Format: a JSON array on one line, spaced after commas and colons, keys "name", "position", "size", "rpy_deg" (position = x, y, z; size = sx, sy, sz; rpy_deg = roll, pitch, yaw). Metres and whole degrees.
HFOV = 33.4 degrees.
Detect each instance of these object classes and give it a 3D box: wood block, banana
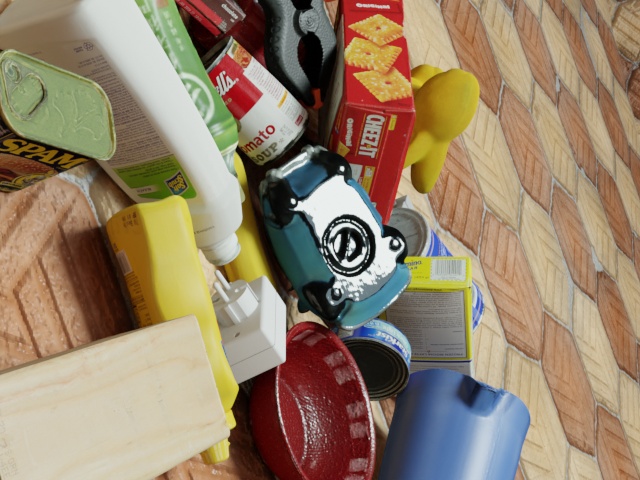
[{"name": "wood block", "position": [-0.153, 0.113, 0.641], "size": [0.205, 0.091, 0.090], "rpy_deg": [-14, 87, -64]}, {"name": "banana", "position": [-0.066, -0.003, 0.942], "size": [0.069, 0.037, 0.198], "rpy_deg": [5, 69, -61]}]

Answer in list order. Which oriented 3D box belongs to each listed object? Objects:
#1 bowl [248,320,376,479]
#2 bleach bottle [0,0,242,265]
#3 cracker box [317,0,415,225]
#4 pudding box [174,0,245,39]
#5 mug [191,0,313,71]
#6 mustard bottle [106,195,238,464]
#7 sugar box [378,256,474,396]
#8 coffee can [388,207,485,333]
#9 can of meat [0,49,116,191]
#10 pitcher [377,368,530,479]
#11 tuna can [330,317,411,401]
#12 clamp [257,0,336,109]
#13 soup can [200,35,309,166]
[{"name": "bowl", "position": [-0.014, 0.154, 0.920], "size": [0.162, 0.055, 0.162], "rpy_deg": [41, 40, -46]}, {"name": "bleach bottle", "position": [-0.136, -0.078, 0.809], "size": [0.250, 0.103, 0.068], "rpy_deg": [61, 36, -34]}, {"name": "cracker box", "position": [0.041, -0.130, 1.045], "size": [0.213, 0.072, 0.164], "rpy_deg": [-89, -172, -47]}, {"name": "pudding box", "position": [-0.121, -0.243, 0.947], "size": [0.090, 0.039, 0.113], "rpy_deg": [37, 18, -50]}, {"name": "mug", "position": [-0.072, -0.207, 1.018], "size": [0.081, 0.093, 0.117], "rpy_deg": [36, 12, -43]}, {"name": "mustard bottle", "position": [-0.102, 0.068, 0.773], "size": [0.058, 0.096, 0.191], "rpy_deg": [-15, 88, -23]}, {"name": "sugar box", "position": [0.109, 0.091, 1.087], "size": [0.176, 0.093, 0.048], "rpy_deg": [81, 14, -46]}, {"name": "coffee can", "position": [0.103, 0.045, 1.161], "size": [0.140, 0.103, 0.102], "rpy_deg": [47, 35, -40]}, {"name": "can of meat", "position": [-0.197, -0.072, 0.682], "size": [0.102, 0.084, 0.057], "rpy_deg": [15, 61, -59]}, {"name": "pitcher", "position": [0.105, 0.256, 0.991], "size": [0.149, 0.145, 0.242], "rpy_deg": [53, 45, -37]}, {"name": "tuna can", "position": [0.044, 0.113, 1.023], "size": [0.086, 0.086, 0.033], "rpy_deg": [55, 29, -30]}, {"name": "clamp", "position": [-0.016, -0.208, 0.968], "size": [0.120, 0.039, 0.171], "rpy_deg": [-31, 121, -28]}, {"name": "soup can", "position": [-0.068, -0.123, 0.955], "size": [0.102, 0.069, 0.068], "rpy_deg": [43, 36, -20]}]
